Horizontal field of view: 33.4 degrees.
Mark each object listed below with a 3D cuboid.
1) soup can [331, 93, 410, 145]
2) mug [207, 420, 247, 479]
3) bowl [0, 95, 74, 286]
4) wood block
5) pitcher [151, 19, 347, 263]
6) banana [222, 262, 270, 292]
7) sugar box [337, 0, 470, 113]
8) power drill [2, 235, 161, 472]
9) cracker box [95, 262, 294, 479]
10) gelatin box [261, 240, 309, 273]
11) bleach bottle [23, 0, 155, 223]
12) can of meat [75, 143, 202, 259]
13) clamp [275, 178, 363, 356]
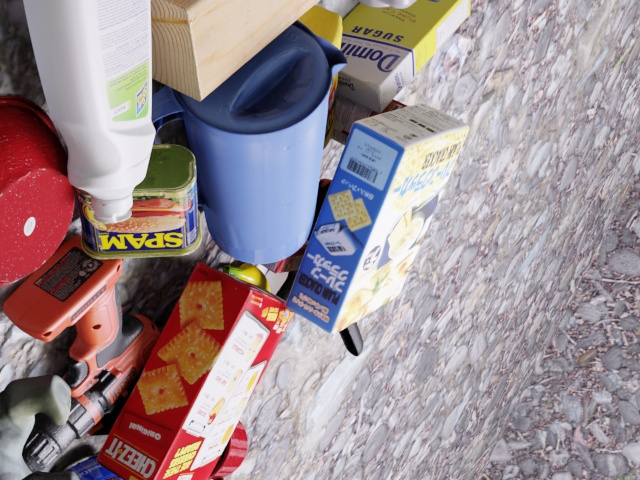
[{"bbox_3d":[0.042,-0.133,1.153,0.068,0.102,0.068,-44,150,-34],"label":"soup can"},{"bbox_3d":[-0.129,0.242,1.216,0.093,0.117,0.081,-19,163,10],"label":"mug"},{"bbox_3d":[-0.234,-0.022,0.787,0.161,0.055,0.162,-45,152,-33],"label":"bowl"},{"bbox_3d":[-0.067,-0.217,0.862,0.205,0.091,0.090,-46,151,-31],"label":"wood block"},{"bbox_3d":[-0.068,-0.078,0.967,0.243,0.149,0.145,92,19,-59],"label":"pitcher"},{"bbox_3d":[-0.090,0.096,1.226,0.069,0.037,0.198,-13,130,-26],"label":"banana"},{"bbox_3d":[0.075,-0.220,1.137,0.176,0.093,0.048,-48,152,-28],"label":"sugar box"},{"bbox_3d":[-0.221,0.100,0.944,0.184,0.057,0.188,-51,157,-31],"label":"power drill"},{"bbox_3d":[-0.120,0.138,1.067,0.214,0.072,0.164,-62,163,-1],"label":"cracker box"},{"bbox_3d":[-0.057,0.001,1.117,0.073,0.089,0.030,-4,121,-62],"label":"gelatin box"},{"bbox_3d":[-0.160,-0.127,0.748,0.102,0.068,0.251,-41,139,-52],"label":"bleach bottle"},{"bbox_3d":[-0.149,-0.033,0.877,0.084,0.102,0.057,96,-10,-53],"label":"can of meat"},{"bbox_3d":[0.003,0.037,1.203,0.164,0.036,0.210,14,90,-41],"label":"clamp"}]
